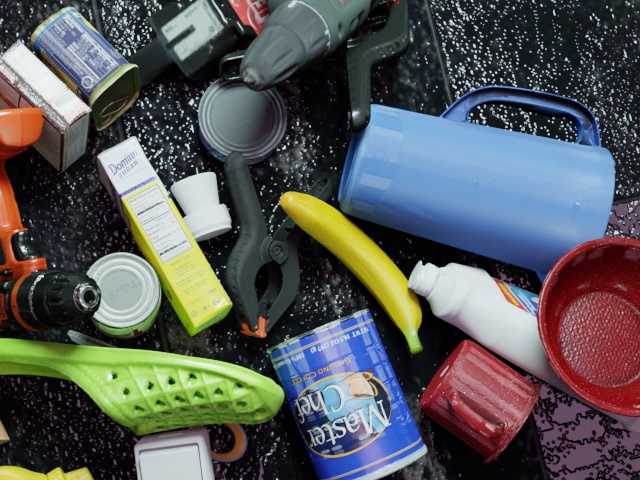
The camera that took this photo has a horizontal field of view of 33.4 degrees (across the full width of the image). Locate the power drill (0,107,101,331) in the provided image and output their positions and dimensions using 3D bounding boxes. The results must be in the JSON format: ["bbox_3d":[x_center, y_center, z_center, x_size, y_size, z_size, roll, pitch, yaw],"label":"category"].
[{"bbox_3d":[-0.257,-0.014,0.907,0.057,0.185,0.187,-10,92,-45],"label":"power drill"}]

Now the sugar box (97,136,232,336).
[{"bbox_3d":[-0.144,-0.001,0.974,0.048,0.093,0.176,-32,86,-13],"label":"sugar box"}]

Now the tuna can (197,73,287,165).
[{"bbox_3d":[-0.077,-0.116,1.035,0.086,0.034,0.086,2,80,-9],"label":"tuna can"}]

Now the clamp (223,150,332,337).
[{"bbox_3d":[-0.057,0.001,1.000,0.120,0.039,0.171,23,75,-28],"label":"clamp"}]

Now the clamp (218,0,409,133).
[{"bbox_3d":[0.030,-0.179,1.023,0.165,0.036,0.209,32,52,29],"label":"clamp"}]

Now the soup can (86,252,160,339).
[{"bbox_3d":[-0.177,0.051,0.955,0.068,0.102,0.068,2,80,-9],"label":"soup can"}]

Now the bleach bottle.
[{"bbox_3d":[0.200,0.088,1.011,0.250,0.102,0.068,25,113,-5],"label":"bleach bottle"}]

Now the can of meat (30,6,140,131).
[{"bbox_3d":[-0.217,-0.159,0.986,0.084,0.102,0.057,45,77,2],"label":"can of meat"}]

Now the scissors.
[{"bbox_3d":[-0.143,0.147,0.988,0.201,0.016,0.096,11,79,-7],"label":"scissors"}]

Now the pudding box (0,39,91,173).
[{"bbox_3d":[-0.253,-0.118,0.966,0.090,0.114,0.039,43,71,-1],"label":"pudding box"}]

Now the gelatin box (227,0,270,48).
[{"bbox_3d":[-0.061,-0.247,1.063,0.073,0.030,0.089,-28,85,-13],"label":"gelatin box"}]

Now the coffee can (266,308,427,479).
[{"bbox_3d":[0.023,0.146,0.971,0.102,0.103,0.140,-21,84,-12],"label":"coffee can"}]

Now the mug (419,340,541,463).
[{"bbox_3d":[0.144,0.150,0.987,0.081,0.117,0.093,35,106,3],"label":"mug"}]

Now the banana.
[{"bbox_3d":[0.038,0.019,1.010,0.037,0.069,0.197,-41,101,14],"label":"banana"}]

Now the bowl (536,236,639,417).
[{"bbox_3d":[0.263,0.081,0.950,0.162,0.055,0.162,2,70,-7],"label":"bowl"}]

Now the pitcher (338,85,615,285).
[{"bbox_3d":[0.147,-0.061,1.017,0.242,0.145,0.149,14,40,-4],"label":"pitcher"}]
